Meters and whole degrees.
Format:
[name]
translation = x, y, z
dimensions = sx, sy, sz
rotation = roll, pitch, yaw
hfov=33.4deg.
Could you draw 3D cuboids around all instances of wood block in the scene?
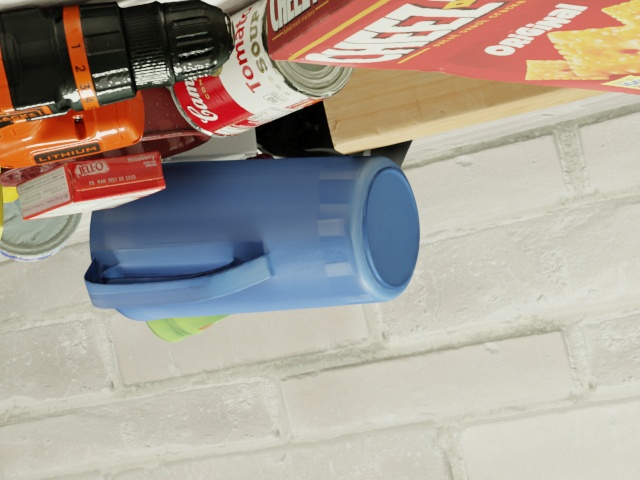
[wood block]
translation = 0.104, -0.126, 0.723
dimensions = 0.206, 0.091, 0.090
rotation = -12, 180, 9

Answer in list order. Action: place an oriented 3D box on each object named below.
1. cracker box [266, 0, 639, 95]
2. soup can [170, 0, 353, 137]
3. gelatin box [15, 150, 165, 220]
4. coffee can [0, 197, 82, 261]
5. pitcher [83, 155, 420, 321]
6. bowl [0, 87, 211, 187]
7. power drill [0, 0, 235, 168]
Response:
[cracker box]
translation = 0.104, -0.114, 0.445
dimensions = 0.213, 0.072, 0.164
rotation = 1, 175, -23
[soup can]
translation = -0.035, -0.105, 0.636
dimensions = 0.068, 0.068, 0.102
rotation = -13, 180, -39
[gelatin box]
translation = -0.162, -0.039, 0.753
dimensions = 0.073, 0.030, 0.089
rotation = -12, 179, -38
[coffee can]
translation = -0.290, -0.032, 1.059
dimensions = 0.102, 0.103, 0.140
rotation = -13, 180, -15
[pitcher]
translation = -0.055, 0.001, 0.827
dimensions = 0.243, 0.149, 0.144
rotation = -3, 156, 31
[bowl]
translation = -0.163, -0.083, 0.778
dimensions = 0.162, 0.055, 0.162
rotation = -13, 180, 0
[power drill]
translation = -0.142, -0.088, 0.603
dimensions = 0.184, 0.057, 0.188
rotation = -9, 177, -7
